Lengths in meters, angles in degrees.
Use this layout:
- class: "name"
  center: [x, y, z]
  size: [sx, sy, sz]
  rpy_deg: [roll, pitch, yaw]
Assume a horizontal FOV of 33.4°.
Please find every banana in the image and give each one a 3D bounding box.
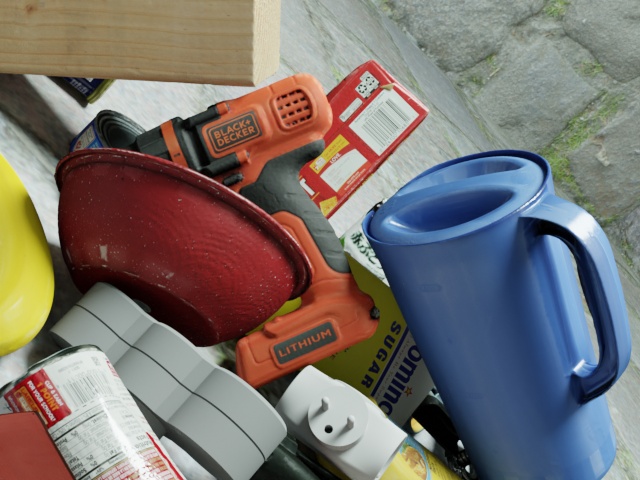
- class: "banana"
  center: [-0.179, -0.003, 0.577]
  size: [0.069, 0.037, 0.198]
  rpy_deg: [35, 21, -40]

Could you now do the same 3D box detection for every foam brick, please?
- class: "foam brick"
  center: [-0.126, 0.115, 0.423]
  size: [0.078, 0.053, 0.051]
  rpy_deg: [53, 17, 18]

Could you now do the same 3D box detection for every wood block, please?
- class: "wood block"
  center: [-0.136, -0.160, 0.732]
  size: [0.206, 0.090, 0.090]
  rpy_deg: [4, 17, 7]

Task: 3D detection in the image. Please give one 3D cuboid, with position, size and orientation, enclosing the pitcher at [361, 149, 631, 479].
- class: "pitcher"
  center: [0.137, 0.068, 0.755]
  size: [0.149, 0.145, 0.243]
  rpy_deg: [-95, 163, -67]

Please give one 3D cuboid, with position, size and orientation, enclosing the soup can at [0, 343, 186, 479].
- class: "soup can"
  center: [-0.101, 0.106, 0.479]
  size: [0.102, 0.069, 0.068]
  rpy_deg: [53, 17, 15]

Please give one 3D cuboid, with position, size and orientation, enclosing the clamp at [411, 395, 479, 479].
- class: "clamp"
  center: [0.121, 0.176, 0.908]
  size: [0.171, 0.039, 0.120]
  rpy_deg: [-14, 86, -74]

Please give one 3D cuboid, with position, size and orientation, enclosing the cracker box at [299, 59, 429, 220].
- class: "cracker box"
  center: [0.009, -0.081, 0.939]
  size: [0.072, 0.164, 0.213]
  rpy_deg: [43, 8, -5]

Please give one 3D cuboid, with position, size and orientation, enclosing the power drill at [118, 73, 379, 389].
- class: "power drill"
  center: [-0.055, 0.001, 0.717]
  size: [0.057, 0.184, 0.187]
  rpy_deg: [-100, 167, -87]

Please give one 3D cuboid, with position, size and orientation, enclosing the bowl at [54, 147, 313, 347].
- class: "bowl"
  center: [-0.089, 0.016, 0.609]
  size: [0.162, 0.162, 0.055]
  rpy_deg: [39, 61, -30]

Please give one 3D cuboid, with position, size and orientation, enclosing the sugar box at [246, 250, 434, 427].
- class: "sugar box"
  center: [0.021, 0.068, 0.811]
  size: [0.176, 0.093, 0.048]
  rpy_deg: [37, 0, -30]

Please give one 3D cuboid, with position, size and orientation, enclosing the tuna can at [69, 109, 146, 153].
- class: "tuna can"
  center: [-0.142, -0.053, 0.783]
  size: [0.086, 0.034, 0.086]
  rpy_deg: [43, 18, -18]
